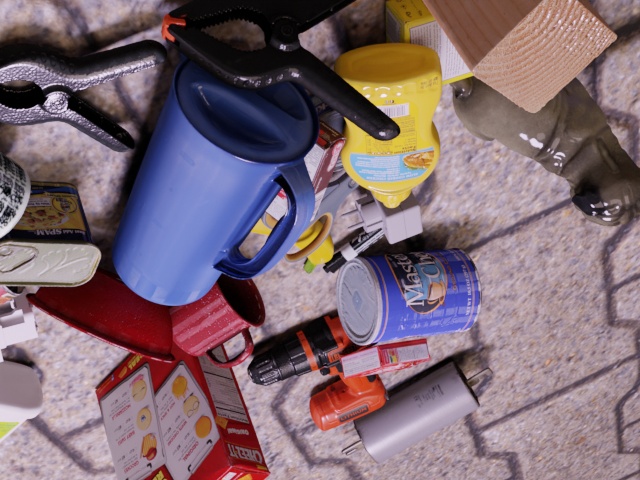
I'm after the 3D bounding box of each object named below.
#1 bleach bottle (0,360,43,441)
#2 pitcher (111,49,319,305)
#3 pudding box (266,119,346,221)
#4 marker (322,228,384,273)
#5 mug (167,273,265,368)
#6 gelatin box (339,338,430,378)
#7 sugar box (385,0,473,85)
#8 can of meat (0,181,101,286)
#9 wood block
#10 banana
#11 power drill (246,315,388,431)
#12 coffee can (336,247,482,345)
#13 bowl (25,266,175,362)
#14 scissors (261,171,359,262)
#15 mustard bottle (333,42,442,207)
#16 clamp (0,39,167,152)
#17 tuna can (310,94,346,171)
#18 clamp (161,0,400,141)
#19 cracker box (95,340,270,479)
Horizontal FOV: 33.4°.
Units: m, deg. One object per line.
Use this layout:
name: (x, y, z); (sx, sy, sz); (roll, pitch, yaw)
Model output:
bleach bottle: (-0.420, 0.229, 1.192); (0.102, 0.068, 0.251); (19, 127, -43)
pitcher: (-0.102, -0.039, 0.971); (0.145, 0.149, 0.243); (18, 136, -16)
pudding box: (-0.035, -0.076, 1.017); (0.039, 0.090, 0.114); (-36, 157, -46)
marker: (0.052, -0.002, 1.209); (0.121, 0.020, 0.020); (-37, 142, 9)
mug: (-0.114, 0.082, 1.149); (0.082, 0.117, 0.093); (-33, 165, 18)
gelatin box: (0.077, 0.143, 1.281); (0.073, 0.030, 0.089); (-4, 166, -32)
sugar box: (0.149, -0.204, 1.007); (0.176, 0.048, 0.093); (-20, 143, -12)
can of meat: (-0.262, -0.008, 0.977); (0.101, 0.084, 0.058); (2, 135, -32)
wood block: (0.132, -0.212, 0.853); (0.090, 0.206, 0.090); (22, 123, -44)
banana: (-0.042, -0.008, 1.140); (0.070, 0.037, 0.197); (-39, 141, 17)
power drill: (0.008, 0.172, 1.369); (0.184, 0.057, 0.187); (-22, 143, -5)
coffee can: (0.103, 0.064, 1.255); (0.140, 0.103, 0.103); (-5, 138, -26)
bowl: (-0.209, 0.065, 1.069); (0.161, 0.162, 0.055); (27, 86, -46)
scissors: (0.014, -0.065, 1.095); (0.096, 0.016, 0.202); (33, 98, -40)
mustard bottle: (0.066, -0.098, 1.013); (0.096, 0.058, 0.191); (-5, 141, 1)
clamp: (-0.220, -0.120, 0.904); (0.171, 0.039, 0.120); (-2, 133, -19)
tuna can: (0.013, -0.109, 1.052); (0.086, 0.034, 0.086); (-15, 142, -13)
clamp: (-0.026, -0.178, 0.901); (0.210, 0.164, 0.036); (10, 162, -10)
cracker box: (-0.159, 0.211, 1.191); (0.164, 0.214, 0.072); (-44, 139, 23)
